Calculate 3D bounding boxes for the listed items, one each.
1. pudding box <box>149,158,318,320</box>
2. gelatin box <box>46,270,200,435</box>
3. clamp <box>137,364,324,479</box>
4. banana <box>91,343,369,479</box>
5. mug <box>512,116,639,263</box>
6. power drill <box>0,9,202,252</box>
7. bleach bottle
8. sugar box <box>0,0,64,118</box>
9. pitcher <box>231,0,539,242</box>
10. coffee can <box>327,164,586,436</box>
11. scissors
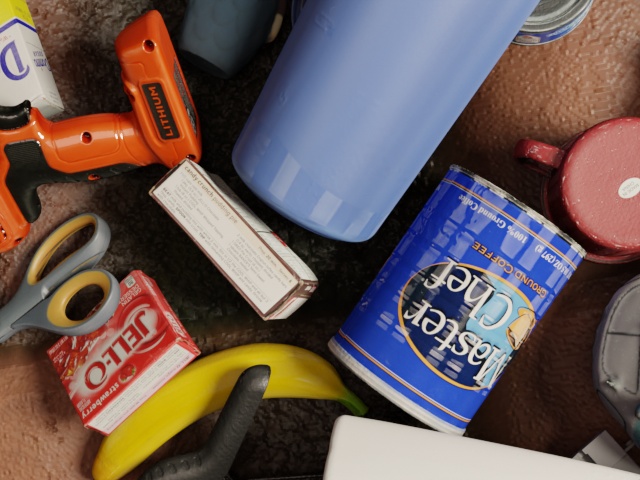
[{"bbox_3d":[-0.055,0.001,0.703,0.113,0.090,0.039,45,93,7],"label":"pudding box"},{"bbox_3d":[-0.135,0.075,0.726,0.089,0.030,0.073,-42,53,4],"label":"gelatin box"},{"bbox_3d":[-0.070,0.156,0.710,0.171,0.039,0.120,-26,105,5],"label":"clamp"},{"bbox_3d":[-0.071,0.112,0.727,0.198,0.037,0.069,-15,85,7],"label":"banana"},{"bbox_3d":[0.178,-0.038,0.675,0.117,0.081,0.093,26,91,9],"label":"mug"},{"bbox_3d":[-0.184,-0.089,0.705,0.187,0.057,0.184,-15,127,5],"label":"power drill"},{"bbox_3d":[0.127,0.166,0.634,0.251,0.102,0.068,8,50,7],"label":"bleach bottle"},{"bbox_3d":[-0.259,-0.159,0.763,0.093,0.048,0.176,-22,83,6],"label":"sugar box"},{"bbox_3d":[0.040,-0.130,0.665,0.145,0.149,0.243,30,107,-5],"label":"pitcher"},{"bbox_3d":[0.085,0.038,0.674,0.103,0.102,0.140,35,92,8],"label":"coffee can"},{"bbox_3d":[-0.212,0.068,0.745,0.202,0.016,0.096,-48,53,3],"label":"scissors"}]
